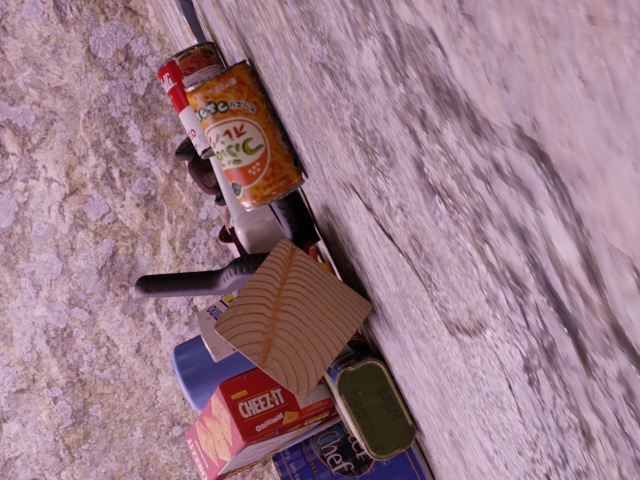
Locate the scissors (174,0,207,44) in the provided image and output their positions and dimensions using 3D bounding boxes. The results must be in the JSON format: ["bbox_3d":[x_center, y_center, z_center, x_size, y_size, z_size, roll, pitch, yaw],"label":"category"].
[{"bbox_3d":[-0.159,-0.281,1.130,0.096,0.016,0.201,60,175,44],"label":"scissors"}]

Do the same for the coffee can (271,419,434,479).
[{"bbox_3d":[0.033,0.238,1.114,0.103,0.140,0.103,63,176,7],"label":"coffee can"}]

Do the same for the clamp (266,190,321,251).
[{"bbox_3d":[-0.052,-0.067,0.959,0.171,0.039,0.120,65,177,-33],"label":"clamp"}]

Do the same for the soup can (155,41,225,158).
[{"bbox_3d":[-0.117,-0.144,1.101,0.102,0.068,0.068,62,177,1],"label":"soup can"}]

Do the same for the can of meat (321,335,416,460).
[{"bbox_3d":[0.043,0.148,1.002,0.102,0.057,0.084,63,174,-10],"label":"can of meat"}]

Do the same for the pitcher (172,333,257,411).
[{"bbox_3d":[-0.092,0.176,1.621,0.145,0.243,0.149,63,-175,-66],"label":"pitcher"}]

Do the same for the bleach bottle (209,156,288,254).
[{"bbox_3d":[-0.098,-0.102,1.184,0.102,0.068,0.251,68,176,-62],"label":"bleach bottle"}]

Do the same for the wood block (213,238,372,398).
[{"bbox_3d":[-0.026,0.063,0.901,0.090,0.091,0.206,38,177,0],"label":"wood block"}]

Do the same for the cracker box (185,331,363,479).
[{"bbox_3d":[-0.045,0.181,1.135,0.072,0.164,0.214,64,155,15],"label":"cracker box"}]

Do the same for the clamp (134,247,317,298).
[{"bbox_3d":[-0.076,0.050,1.171,0.164,0.210,0.036,25,-123,-49],"label":"clamp"}]

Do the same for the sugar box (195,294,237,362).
[{"bbox_3d":[-0.087,0.095,1.507,0.048,0.176,0.093,65,176,-27],"label":"sugar box"}]
